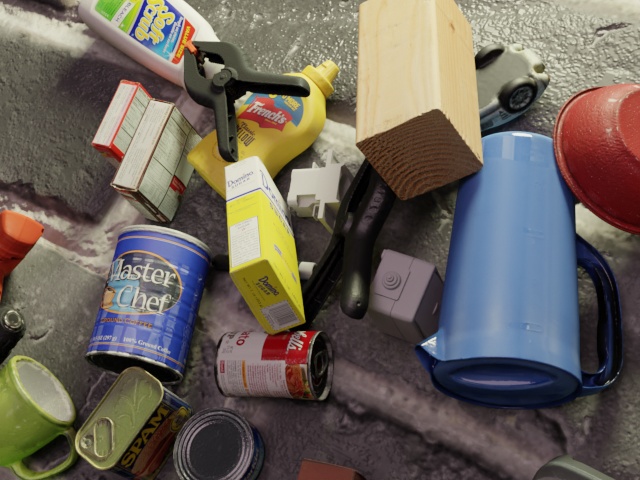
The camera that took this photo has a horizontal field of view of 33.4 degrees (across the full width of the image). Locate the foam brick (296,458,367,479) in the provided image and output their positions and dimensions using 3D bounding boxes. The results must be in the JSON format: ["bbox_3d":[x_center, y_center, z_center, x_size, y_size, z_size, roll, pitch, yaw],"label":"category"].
[{"bbox_3d":[0.013,0.237,0.972,0.053,0.078,0.051,7,67,23],"label":"foam brick"}]

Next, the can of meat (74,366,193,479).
[{"bbox_3d":[-0.182,0.187,1.065,0.058,0.084,0.102,30,79,29],"label":"can of meat"}]

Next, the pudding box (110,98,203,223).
[{"bbox_3d":[-0.179,-0.087,1.191,0.039,0.090,0.113,12,71,24],"label":"pudding box"}]

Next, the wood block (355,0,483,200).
[{"bbox_3d":[0.095,-0.153,1.036,0.090,0.090,0.206,-22,43,26],"label":"wood block"}]

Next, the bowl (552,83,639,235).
[{"bbox_3d":[0.298,-0.087,0.982,0.162,0.055,0.162,8,63,-15],"label":"bowl"}]

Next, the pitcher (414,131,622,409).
[{"bbox_3d":[0.187,0.028,0.986,0.145,0.149,0.242,-11,58,35],"label":"pitcher"}]

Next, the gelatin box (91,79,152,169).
[{"bbox_3d":[-0.221,-0.129,1.237,0.030,0.073,0.089,12,71,25],"label":"gelatin box"}]

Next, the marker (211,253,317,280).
[{"bbox_3d":[-0.061,0.028,1.133,0.121,0.020,0.020,5,68,23],"label":"marker"}]

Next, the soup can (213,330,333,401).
[{"bbox_3d":[-0.046,0.123,1.053,0.102,0.068,0.068,-2,65,20],"label":"soup can"}]

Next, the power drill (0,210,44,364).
[{"bbox_3d":[-0.355,0.062,1.156,0.185,0.057,0.187,-34,38,41],"label":"power drill"}]

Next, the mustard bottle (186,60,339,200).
[{"bbox_3d":[-0.052,-0.127,1.181,0.191,0.058,0.096,-45,54,-4],"label":"mustard bottle"}]

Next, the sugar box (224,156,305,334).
[{"bbox_3d":[-0.057,0.001,1.068,0.048,0.093,0.176,-20,38,11],"label":"sugar box"}]

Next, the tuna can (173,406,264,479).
[{"bbox_3d":[-0.099,0.210,1.052,0.086,0.033,0.086,-8,63,17],"label":"tuna can"}]

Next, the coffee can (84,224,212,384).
[{"bbox_3d":[-0.177,0.068,1.109,0.103,0.102,0.140,3,67,22],"label":"coffee can"}]

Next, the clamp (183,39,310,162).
[{"bbox_3d":[-0.103,-0.159,1.164,0.120,0.039,0.172,-47,54,-12],"label":"clamp"}]

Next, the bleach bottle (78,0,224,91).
[{"bbox_3d":[-0.176,-0.247,1.284,0.251,0.068,0.102,34,81,28],"label":"bleach bottle"}]

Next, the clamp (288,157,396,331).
[{"bbox_3d":[0.037,-0.005,1.039,0.036,0.165,0.210,27,79,-17],"label":"clamp"}]
